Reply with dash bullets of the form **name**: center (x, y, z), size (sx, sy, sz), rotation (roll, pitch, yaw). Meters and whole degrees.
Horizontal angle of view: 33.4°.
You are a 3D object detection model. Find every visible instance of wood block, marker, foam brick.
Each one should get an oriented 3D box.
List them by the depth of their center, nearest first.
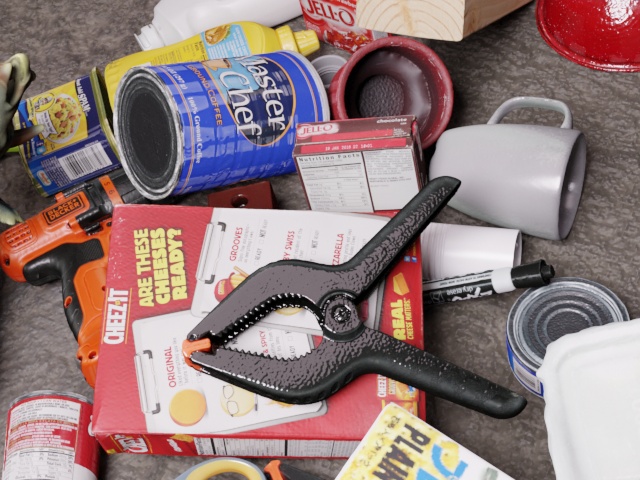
- **marker**: center (0.109, 0.032, 0.763), size (0.121, 0.020, 0.020), rotation (-13, 48, 32)
- **foam brick**: center (-0.055, 0.001, 0.836), size (0.053, 0.051, 0.078), rotation (-13, 51, 4)
- **wood block**: center (0.112, -0.232, 0.886), size (0.090, 0.091, 0.205), rotation (13, 25, 23)

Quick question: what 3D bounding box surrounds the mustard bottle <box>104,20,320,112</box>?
- **mustard bottle**: center (-0.093, -0.149, 0.958), size (0.191, 0.058, 0.096), rotation (-20, 50, 0)

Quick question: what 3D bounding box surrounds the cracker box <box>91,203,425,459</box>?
- **cracker box**: center (-0.038, 0.063, 0.730), size (0.213, 0.072, 0.164), rotation (1, 64, -1)

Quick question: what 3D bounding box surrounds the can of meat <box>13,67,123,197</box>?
- **can of meat**: center (-0.222, -0.095, 0.952), size (0.084, 0.057, 0.102), rotation (-22, 50, 1)

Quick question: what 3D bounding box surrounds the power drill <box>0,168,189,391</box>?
- **power drill**: center (-0.150, 0.020, 0.846), size (0.184, 0.057, 0.188), rotation (-29, 50, -8)

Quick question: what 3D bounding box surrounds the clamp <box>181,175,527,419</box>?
- **clamp**: center (0.020, 0.059, 0.672), size (0.210, 0.036, 0.164), rotation (-18, 70, -9)

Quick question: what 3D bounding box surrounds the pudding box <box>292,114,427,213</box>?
- **pudding box**: center (0.034, -0.042, 0.806), size (0.090, 0.113, 0.039), rotation (-2, 49, 12)

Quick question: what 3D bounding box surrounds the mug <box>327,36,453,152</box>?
- **mug**: center (0.061, -0.106, 0.860), size (0.117, 0.081, 0.093), rotation (33, 88, -11)

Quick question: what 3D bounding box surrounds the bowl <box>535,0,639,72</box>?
- **bowl**: center (0.266, -0.220, 0.919), size (0.162, 0.055, 0.162), rotation (-7, 52, 9)

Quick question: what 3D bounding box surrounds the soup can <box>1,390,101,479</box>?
- **soup can**: center (-0.187, 0.164, 0.735), size (0.068, 0.068, 0.102), rotation (-9, 52, 8)

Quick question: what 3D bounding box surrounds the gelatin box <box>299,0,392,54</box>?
- **gelatin box**: center (0.020, -0.206, 0.961), size (0.089, 0.073, 0.030), rotation (30, 65, 32)

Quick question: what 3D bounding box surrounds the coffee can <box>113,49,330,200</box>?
- **coffee can**: center (-0.078, -0.094, 0.847), size (0.140, 0.103, 0.103), rotation (-14, 43, -36)

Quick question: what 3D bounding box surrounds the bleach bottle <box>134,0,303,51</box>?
- **bleach bottle**: center (-0.057, -0.239, 1.016), size (0.250, 0.068, 0.103), rotation (-30, 51, -6)

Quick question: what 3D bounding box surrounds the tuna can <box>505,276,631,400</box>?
- **tuna can**: center (0.171, 0.068, 0.736), size (0.086, 0.033, 0.086), rotation (-7, 52, 9)
